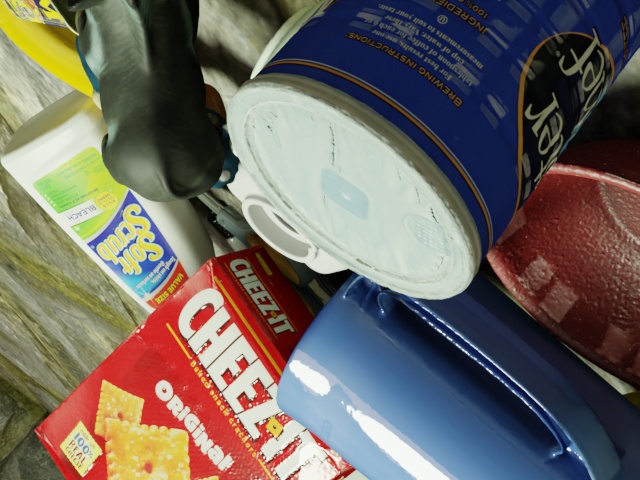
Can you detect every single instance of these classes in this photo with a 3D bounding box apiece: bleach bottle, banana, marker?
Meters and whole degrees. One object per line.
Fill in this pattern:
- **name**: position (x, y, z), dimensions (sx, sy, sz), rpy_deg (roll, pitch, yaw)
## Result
- **bleach bottle**: position (-0.134, -0.005, 0.853), dimensions (0.103, 0.068, 0.250), rpy_deg (-26, 120, 23)
- **banana**: position (-0.170, -0.134, 0.748), dimensions (0.198, 0.037, 0.070), rpy_deg (35, 159, 11)
- **marker**: position (-0.055, 0.015, 0.880), dimensions (0.020, 0.020, 0.121), rpy_deg (12, 145, 50)

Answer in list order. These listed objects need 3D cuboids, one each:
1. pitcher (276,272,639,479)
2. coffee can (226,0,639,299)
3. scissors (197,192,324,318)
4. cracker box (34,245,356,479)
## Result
- **pitcher**: position (0.103, 0.107, 0.553), dimensions (0.243, 0.145, 0.149), rpy_deg (39, -157, 21)
- **coffee can**: position (0.049, -0.064, 0.388), dimensions (0.103, 0.140, 0.103), rpy_deg (33, 158, 15)
- **scissors**: position (-0.055, 0.001, 0.805), dimensions (0.202, 0.016, 0.096), rpy_deg (31, 155, 53)
- **cracker box**: position (-0.079, 0.133, 0.735), dimensions (0.214, 0.072, 0.164), rpy_deg (-43, 76, 27)
